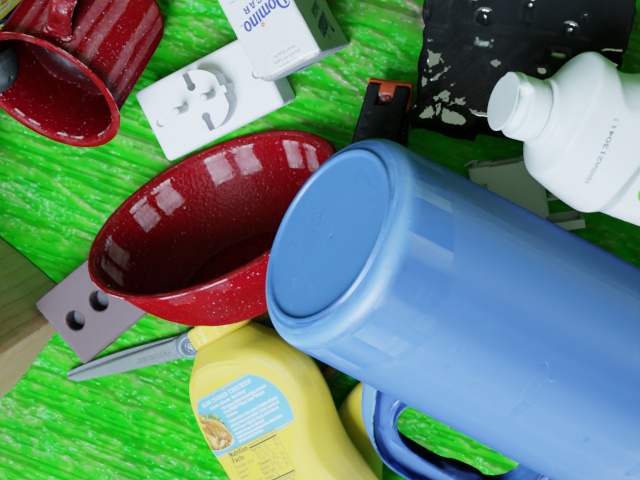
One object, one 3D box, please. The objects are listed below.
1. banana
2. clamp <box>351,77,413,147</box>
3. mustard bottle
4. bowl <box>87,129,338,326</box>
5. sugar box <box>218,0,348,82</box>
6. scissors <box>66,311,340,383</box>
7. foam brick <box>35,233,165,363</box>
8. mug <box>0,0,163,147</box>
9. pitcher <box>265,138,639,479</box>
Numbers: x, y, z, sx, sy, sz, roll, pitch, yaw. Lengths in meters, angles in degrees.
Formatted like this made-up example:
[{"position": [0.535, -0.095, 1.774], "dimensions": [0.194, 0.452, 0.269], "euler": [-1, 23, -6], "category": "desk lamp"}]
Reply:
[{"position": [0.039, 0.170, 0.702], "dimensions": [0.070, 0.037, 0.198], "euler": [1, 103, 14], "category": "banana"}, {"position": [0.027, -0.009, 0.626], "dimensions": [0.039, 0.120, 0.171], "euler": [6, 100, 6], "category": "clamp"}, {"position": [-0.030, 0.115, 0.666], "dimensions": [0.096, 0.058, 0.191], "euler": [-32, 85, 41], "category": "mustard bottle"}, {"position": [-0.054, 0.001, 0.635], "dimensions": [0.162, 0.162, 0.055], "euler": [-16, 122, 15], "category": "bowl"}, {"position": [-0.048, -0.179, 0.612], "dimensions": [0.048, 0.093, 0.176], "euler": [-24, 96, 16], "category": "sugar box"}, {"position": [-0.069, 0.082, 0.716], "dimensions": [0.202, 0.016, 0.096], "euler": [-31, 95, 17], "category": "scissors"}, {"position": [-0.136, 0.034, 0.700], "dimensions": [0.078, 0.051, 0.053], "euler": [-39, 92, 17], "category": "foam brick"}, {"position": [-0.143, -0.122, 0.628], "dimensions": [0.093, 0.081, 0.117], "euler": [22, 149, 2], "category": "mug"}, {"position": [0.088, 0.053, 0.560], "dimensions": [0.242, 0.145, 0.149], "euler": [27, 66, -30], "category": "pitcher"}]
